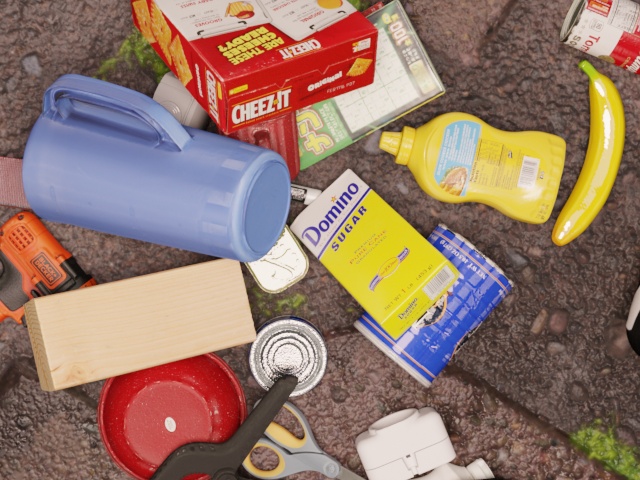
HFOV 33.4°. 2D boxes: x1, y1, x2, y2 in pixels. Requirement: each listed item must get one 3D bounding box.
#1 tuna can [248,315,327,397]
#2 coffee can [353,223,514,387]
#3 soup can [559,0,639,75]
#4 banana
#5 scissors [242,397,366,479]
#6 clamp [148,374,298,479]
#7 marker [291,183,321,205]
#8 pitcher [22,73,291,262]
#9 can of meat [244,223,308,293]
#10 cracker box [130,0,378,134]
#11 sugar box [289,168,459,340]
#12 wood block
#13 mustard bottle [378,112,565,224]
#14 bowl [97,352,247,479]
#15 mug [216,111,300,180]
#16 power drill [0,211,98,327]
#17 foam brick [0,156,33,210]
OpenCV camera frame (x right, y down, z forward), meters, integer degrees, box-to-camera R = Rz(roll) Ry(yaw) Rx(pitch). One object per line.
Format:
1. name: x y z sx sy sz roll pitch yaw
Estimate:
1. tuna can: -0.035 0.124 1.141 0.086 0.034 0.086 0 91 -2
2. coffee can: 0.117 0.067 1.111 0.103 0.103 0.140 40 89 -2
3. soup can: 0.314 -0.222 1.129 0.102 0.068 0.068 22 90 -2
4. banana: 0.290 -0.090 1.143 0.069 0.037 0.198 6 94 -12
5. scissors: -0.005 0.250 1.127 0.202 0.016 0.096 43 100 15
6. clamp: -0.092 0.231 1.089 0.210 0.036 0.164 -12 99 -1
7. marker: -0.059 -0.059 1.143 0.121 0.020 0.020 13 91 -2
8. pitcher: -0.157 -0.064 1.024 0.243 0.149 0.145 14 92 24
9. can of meat: -0.057 0.001 1.113 0.057 0.084 0.102 -33 92 -1
10. cracker box: -0.069 -0.206 1.034 0.164 0.072 0.214 -22 49 -21
11. sugar box: 0.051 0.010 1.085 0.093 0.048 0.176 -44 52 -1
12. wood block: -0.181 0.083 1.072 0.205 0.090 0.091 -12 87 -23
13. mustard bottle: 0.156 -0.084 1.131 0.191 0.058 0.096 14 89 -2
14. bowl: -0.159 0.189 1.128 0.162 0.055 0.162 0 92 -2
15. mug: -0.061 -0.098 1.089 0.093 0.117 0.081 -10 121 -9
16. power drill: -0.318 0.091 1.121 0.187 0.057 0.184 -39 92 -3
17. foam brick: -0.303 -0.058 1.119 0.078 0.053 0.051 8 91 -3
